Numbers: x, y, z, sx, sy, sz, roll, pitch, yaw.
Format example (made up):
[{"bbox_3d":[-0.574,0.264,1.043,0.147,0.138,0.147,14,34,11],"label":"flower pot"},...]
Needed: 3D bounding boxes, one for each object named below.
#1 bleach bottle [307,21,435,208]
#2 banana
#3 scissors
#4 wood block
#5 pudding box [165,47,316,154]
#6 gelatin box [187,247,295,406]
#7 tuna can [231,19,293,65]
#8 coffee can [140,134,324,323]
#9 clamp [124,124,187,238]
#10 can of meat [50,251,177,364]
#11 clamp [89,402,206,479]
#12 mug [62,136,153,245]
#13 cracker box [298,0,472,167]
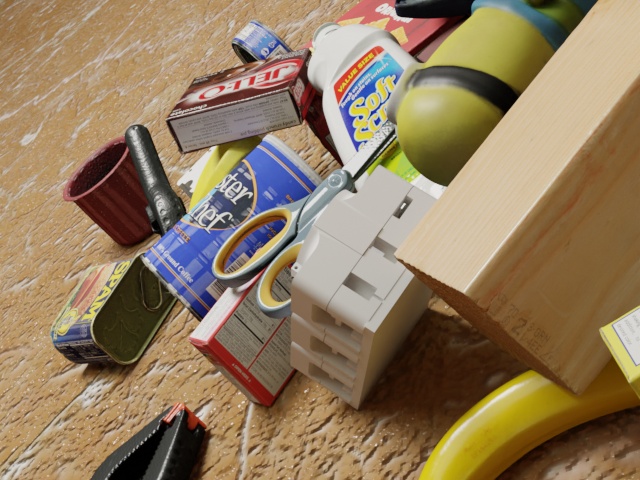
[{"bbox_3d":[0.046,-0.089,0.807,0.102,0.068,0.251,-37,45,6],"label":"bleach bottle"},{"bbox_3d":[0.121,0.098,0.562,0.198,0.037,0.070,-37,49,11],"label":"banana"},{"bbox_3d":[0.014,-0.021,0.725,0.202,0.016,0.096,-35,49,8],"label":"scissors"},{"bbox_3d":[0.146,-0.037,0.545,0.206,0.090,0.091,-51,21,-3],"label":"wood block"},{"bbox_3d":[-0.062,-0.117,0.888,0.114,0.039,0.090,-14,26,19],"label":"pudding box"},{"bbox_3d":[-0.041,0.061,0.768,0.030,0.073,0.089,4,52,53],"label":"gelatin box"},{"bbox_3d":[-0.054,-0.190,1.124,0.033,0.086,0.086,-46,28,-6],"label":"tuna can"},{"bbox_3d":[-0.056,0.001,0.840,0.140,0.102,0.103,-44,28,-5],"label":"coffee can"},{"bbox_3d":[-0.144,-0.020,1.012,0.039,0.120,0.171,-22,47,-4],"label":"clamp"},{"bbox_3d":[-0.188,0.064,0.965,0.084,0.057,0.102,-11,41,47],"label":"can of meat"},{"bbox_3d":[-0.148,0.206,0.736,0.210,0.036,0.165,-49,29,-15],"label":"clamp"},{"bbox_3d":[-0.206,-0.057,1.128,0.093,0.081,0.117,-24,33,29],"label":"mug"},{"bbox_3d":[0.071,-0.173,0.960,0.214,0.072,0.164,-38,29,5],"label":"cracker box"}]
